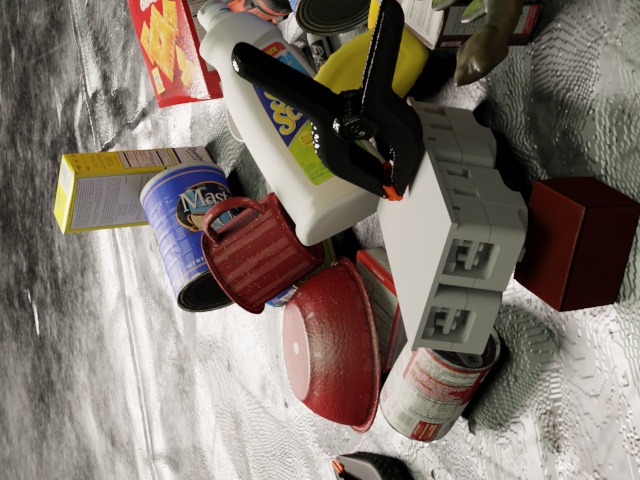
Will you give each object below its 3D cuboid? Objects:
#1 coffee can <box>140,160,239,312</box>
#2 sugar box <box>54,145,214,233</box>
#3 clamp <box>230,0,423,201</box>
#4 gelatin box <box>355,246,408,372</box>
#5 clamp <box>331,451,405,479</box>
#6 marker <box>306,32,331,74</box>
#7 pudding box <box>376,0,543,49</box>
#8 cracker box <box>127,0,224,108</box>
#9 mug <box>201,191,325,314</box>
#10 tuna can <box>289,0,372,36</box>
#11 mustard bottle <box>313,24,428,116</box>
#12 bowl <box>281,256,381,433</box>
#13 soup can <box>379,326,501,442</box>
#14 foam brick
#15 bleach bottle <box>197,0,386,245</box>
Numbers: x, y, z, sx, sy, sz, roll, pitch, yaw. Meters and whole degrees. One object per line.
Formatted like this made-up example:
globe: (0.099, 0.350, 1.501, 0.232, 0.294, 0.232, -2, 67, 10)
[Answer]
coffee can: (-0.135, -0.004, 1.205, 0.103, 0.102, 0.140, -57, 48, 48)
sugar box: (-0.221, -0.062, 1.270, 0.048, 0.175, 0.093, 56, 140, 36)
clamp: (0.013, -0.090, 0.747, 0.171, 0.120, 0.039, 70, -156, -44)
gelatin box: (0.057, 0.062, 0.957, 0.073, 0.030, 0.089, 46, 136, 47)
clamp: (0.069, 0.272, 0.971, 0.210, 0.036, 0.165, 38, 127, 54)
marker: (0.003, -0.170, 1.014, 0.020, 0.020, 0.121, -42, 60, 55)
pudding box: (0.092, -0.182, 0.784, 0.114, 0.089, 0.039, 54, 141, 40)
cracker box: (-0.156, -0.258, 1.175, 0.164, 0.072, 0.214, 8, 117, 62)
mug: (-0.056, 0.001, 0.975, 0.082, 0.117, 0.093, -34, 36, 16)
tuna can: (0.014, -0.216, 0.918, 0.086, 0.086, 0.034, -51, 51, 52)
mustard bottle: (0.036, -0.125, 0.870, 0.058, 0.096, 0.191, 51, -177, -2)
bowl: (0.003, 0.097, 0.964, 0.162, 0.055, 0.162, 175, 90, -73)
soup can: (0.095, 0.108, 0.862, 0.068, 0.068, 0.102, 60, 144, 35)
foam brick: (0.172, 0.001, 0.722, 0.053, 0.051, 0.078, 42, 130, 51)
bleach bottle: (-0.041, -0.120, 0.967, 0.251, 0.102, 0.068, 54, 153, 19)
